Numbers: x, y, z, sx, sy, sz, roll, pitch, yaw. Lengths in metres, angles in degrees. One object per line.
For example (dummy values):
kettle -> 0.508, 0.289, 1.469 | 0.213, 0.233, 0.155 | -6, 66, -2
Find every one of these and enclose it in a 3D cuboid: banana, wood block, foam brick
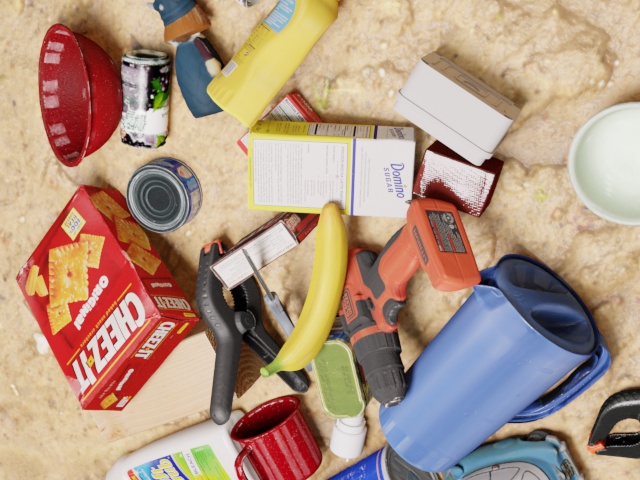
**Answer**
banana -> -0.004, 0.059, 1.143 | 0.037, 0.069, 0.198 | 20, 91, 29
wood block -> -0.182, 0.164, 1.301 | 0.206, 0.090, 0.091 | -22, 100, 27
foam brick -> 0.144, -0.066, 1.111 | 0.078, 0.053, 0.051 | 21, 115, 14

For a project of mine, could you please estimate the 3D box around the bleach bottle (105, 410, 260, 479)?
bleach bottle -> -0.185, 0.301, 1.370 | 0.251, 0.068, 0.102 | -26, 98, 29

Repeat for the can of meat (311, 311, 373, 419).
can of meat -> 0.031, 0.141, 1.213 | 0.058, 0.083, 0.102 | -7, 106, 23

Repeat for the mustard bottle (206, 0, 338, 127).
mustard bottle -> -0.037, -0.209, 1.099 | 0.058, 0.096, 0.192 | 36, 97, -22

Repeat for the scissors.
scissors -> -0.042, 0.084, 1.173 | 0.016, 0.201, 0.096 | -31, 65, -5

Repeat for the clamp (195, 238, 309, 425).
clamp -> -0.088, 0.101, 1.239 | 0.036, 0.164, 0.210 | -23, 76, 35

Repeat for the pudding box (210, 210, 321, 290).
pudding box -> -0.058, 0.001, 1.193 | 0.114, 0.090, 0.039 | -35, 95, 28

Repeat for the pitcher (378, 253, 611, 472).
pitcher -> 0.179, 0.144, 1.140 | 0.149, 0.144, 0.243 | 51, 124, 20

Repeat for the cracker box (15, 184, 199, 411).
cracker box -> -0.257, 0.066, 1.248 | 0.164, 0.072, 0.214 | -49, 57, 22

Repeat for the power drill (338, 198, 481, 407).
power drill -> 0.086, 0.058, 1.108 | 0.188, 0.057, 0.184 | -46, 52, 45

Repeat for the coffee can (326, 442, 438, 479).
coffee can -> 0.059, 0.310, 1.253 | 0.140, 0.102, 0.103 | -36, 94, 28

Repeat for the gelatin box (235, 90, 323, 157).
gelatin box -> -0.037, -0.110, 1.178 | 0.089, 0.030, 0.073 | -40, 91, 25

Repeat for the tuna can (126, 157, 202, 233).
tuna can -> -0.185, -0.053, 1.254 | 0.086, 0.033, 0.086 | 7, 111, 19

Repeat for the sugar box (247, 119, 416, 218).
sugar box -> 0.011, -0.076, 1.136 | 0.176, 0.048, 0.093 | 3, 120, 1

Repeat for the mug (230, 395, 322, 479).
mug -> -0.056, 0.251, 1.273 | 0.093, 0.117, 0.081 | -12, 110, 45

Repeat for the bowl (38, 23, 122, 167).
bowl -> -0.267, -0.165, 1.209 | 0.162, 0.055, 0.162 | 21, 116, 54
